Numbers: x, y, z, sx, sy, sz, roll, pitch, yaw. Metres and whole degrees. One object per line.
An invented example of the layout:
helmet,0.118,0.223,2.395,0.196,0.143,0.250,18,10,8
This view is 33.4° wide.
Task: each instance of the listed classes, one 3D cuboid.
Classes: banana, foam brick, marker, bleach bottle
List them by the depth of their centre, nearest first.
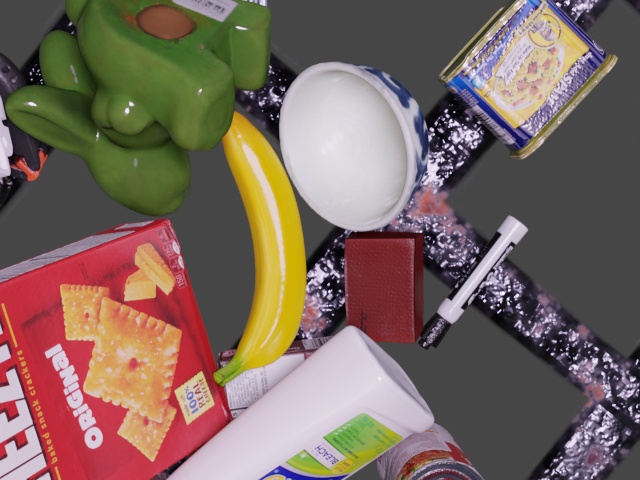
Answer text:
bleach bottle,-0.046,0.168,0.750,0.251,0.068,0.102,-39,141,6
banana,-0.041,0.006,0.776,0.069,0.037,0.198,5,81,-42
foam brick,0.048,0.033,0.788,0.053,0.051,0.078,1,98,13
marker,0.115,0.034,0.817,0.020,0.020,0.121,37,93,-9

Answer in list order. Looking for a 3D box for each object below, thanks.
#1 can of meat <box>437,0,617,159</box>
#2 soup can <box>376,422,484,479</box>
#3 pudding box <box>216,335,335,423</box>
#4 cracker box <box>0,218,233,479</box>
can of meat,0.149,-0.124,0.780,0.084,0.057,0.102,43,91,-7
soup can,0.081,0.179,0.791,0.068,0.102,0.068,-1,98,-6
pudding box,-0.017,0.123,0.807,0.113,0.039,0.090,-7,99,-3
cracker box,-0.168,0.092,0.709,0.072,0.213,0.164,-8,102,40
